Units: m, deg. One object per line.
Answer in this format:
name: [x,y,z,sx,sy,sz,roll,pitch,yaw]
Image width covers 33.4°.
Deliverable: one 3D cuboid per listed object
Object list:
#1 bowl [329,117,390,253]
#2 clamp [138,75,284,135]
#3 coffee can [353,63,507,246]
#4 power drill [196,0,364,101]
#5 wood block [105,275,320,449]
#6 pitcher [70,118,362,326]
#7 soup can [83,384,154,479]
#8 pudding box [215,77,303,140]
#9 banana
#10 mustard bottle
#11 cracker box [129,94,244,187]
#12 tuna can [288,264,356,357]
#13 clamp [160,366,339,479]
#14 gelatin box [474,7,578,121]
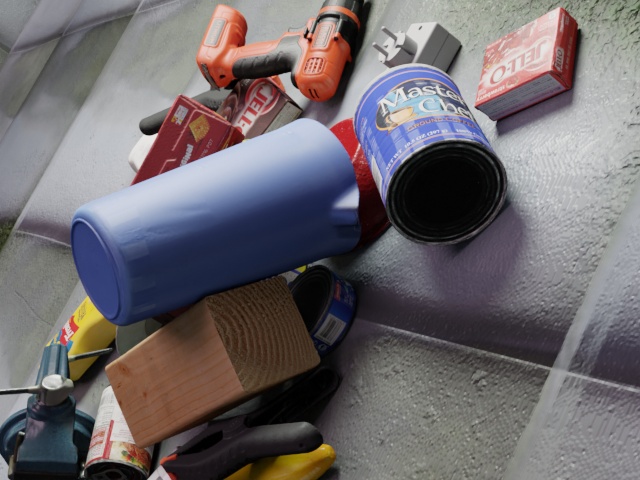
bowl: [0.029,-0.068,1.058,0.162,0.055,0.162,-38,34,32]
clamp: [-0.136,-0.190,1.410,0.210,0.036,0.164,5,41,47]
coffee can: [0.091,-0.076,0.918,0.103,0.102,0.140,-46,30,20]
power drill: [-0.044,-0.247,1.275,0.188,0.057,0.184,2,58,27]
wood block: [-0.105,0.117,0.991,0.207,0.090,0.090,-34,77,47]
pitcher: [-0.097,-0.017,0.954,0.145,0.242,0.149,61,149,13]
soup can: [-0.209,0.209,1.140,0.069,0.068,0.102,-35,35,35]
pudding box: [-0.086,-0.144,1.306,0.113,0.039,0.090,-53,49,11]
banana: [-0.058,0.198,0.946,0.198,0.037,0.069,0,62,57]
mustard bottle: [-0.308,0.125,1.390,0.192,0.058,0.096,-48,29,18]
cracker box: [-0.152,-0.065,1.175,0.164,0.072,0.213,-62,2,2]
tuna can: [-0.006,0.068,0.998,0.086,0.033,0.086,-38,33,31]
clamp: [-0.060,0.170,0.901,0.171,0.039,0.120,-31,7,8]
gelatin box: [0.180,-0.153,0.932,0.089,0.030,0.073,-22,44,47]
